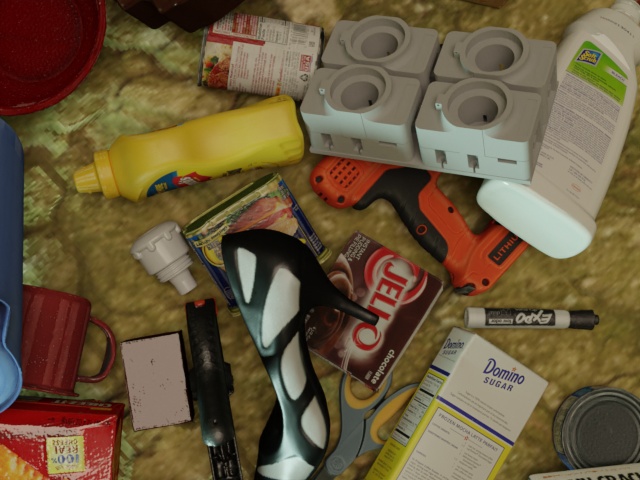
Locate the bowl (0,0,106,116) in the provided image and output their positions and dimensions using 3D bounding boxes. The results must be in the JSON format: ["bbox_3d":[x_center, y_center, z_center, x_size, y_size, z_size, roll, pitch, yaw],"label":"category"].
[{"bbox_3d":[-0.254,-0.183,0.906,0.162,0.055,0.162,0,89,5],"label":"bowl"}]

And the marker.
[{"bbox_3d":[0.190,0.070,0.957,0.121,0.020,0.020,1,86,-5],"label":"marker"}]

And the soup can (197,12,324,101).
[{"bbox_3d":[-0.052,-0.159,0.924,0.102,0.068,0.068,8,86,-5],"label":"soup can"}]

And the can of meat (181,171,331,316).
[{"bbox_3d":[-0.056,0.001,0.911,0.102,0.057,0.084,-33,103,-6],"label":"can of meat"}]

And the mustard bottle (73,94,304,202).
[{"bbox_3d":[-0.112,-0.072,0.899,0.191,0.096,0.058,-14,88,-6],"label":"mustard bottle"}]

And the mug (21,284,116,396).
[{"bbox_3d":[-0.227,0.084,0.888,0.117,0.093,0.081,14,80,-21],"label":"mug"}]

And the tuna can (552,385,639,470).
[{"bbox_3d":[0.251,0.172,0.949,0.086,0.034,0.086,0,86,-5],"label":"tuna can"}]

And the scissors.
[{"bbox_3d":[0.009,0.175,0.936,0.201,0.016,0.096,-32,88,-7],"label":"scissors"}]

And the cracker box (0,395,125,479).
[{"bbox_3d":[-0.247,0.232,0.844,0.164,0.072,0.214,5,89,-4],"label":"cracker box"}]

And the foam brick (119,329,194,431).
[{"bbox_3d":[-0.138,0.119,0.908,0.051,0.053,0.078,-9,88,-6],"label":"foam brick"}]

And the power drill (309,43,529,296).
[{"bbox_3d":[0.111,-0.058,0.941,0.187,0.057,0.184,43,82,0],"label":"power drill"}]

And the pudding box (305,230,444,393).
[{"bbox_3d":[0.041,0.061,0.924,0.090,0.039,0.113,31,85,14],"label":"pudding box"}]

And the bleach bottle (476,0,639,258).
[{"bbox_3d":[0.230,-0.111,0.924,0.102,0.068,0.250,34,64,-4],"label":"bleach bottle"}]

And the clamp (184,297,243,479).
[{"bbox_3d":[-0.089,0.117,0.875,0.039,0.120,0.171,-9,63,-12],"label":"clamp"}]

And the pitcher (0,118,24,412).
[{"bbox_3d":[-0.297,0.016,0.819,0.149,0.145,0.243,-3,49,-7],"label":"pitcher"}]

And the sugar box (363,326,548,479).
[{"bbox_3d":[0.113,0.173,0.922,0.093,0.048,0.176,34,81,-21],"label":"sugar box"}]
